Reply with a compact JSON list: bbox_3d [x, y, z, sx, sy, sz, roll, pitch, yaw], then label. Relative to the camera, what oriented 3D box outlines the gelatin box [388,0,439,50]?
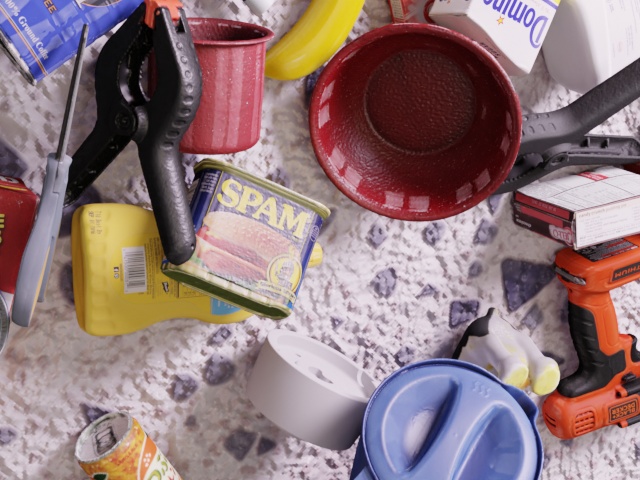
[{"bbox_3d":[0.097,-0.199,0.841,0.089,0.030,0.073,-21,114,-17],"label":"gelatin box"}]

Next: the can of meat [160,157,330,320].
[{"bbox_3d":[-0.055,0.001,0.761,0.102,0.058,0.084,24,75,-18],"label":"can of meat"}]

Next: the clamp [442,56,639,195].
[{"bbox_3d":[0.196,-0.079,0.897,0.210,0.036,0.164,-23,155,3],"label":"clamp"}]

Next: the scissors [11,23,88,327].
[{"bbox_3d":[-0.171,-0.028,0.675,0.016,0.096,0.202,13,127,-9],"label":"scissors"}]

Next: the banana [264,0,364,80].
[{"bbox_3d":[0.006,-0.197,0.796,0.069,0.037,0.198,24,96,-29],"label":"banana"}]

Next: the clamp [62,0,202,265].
[{"bbox_3d":[-0.112,-0.070,0.703,0.039,0.120,0.172,-32,148,-62],"label":"clamp"}]

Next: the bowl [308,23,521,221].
[{"bbox_3d":[0.074,-0.097,0.825,0.162,0.055,0.162,5,119,9],"label":"bowl"}]

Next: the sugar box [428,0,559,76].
[{"bbox_3d":[0.155,-0.225,0.821,0.093,0.048,0.176,31,76,-42],"label":"sugar box"}]

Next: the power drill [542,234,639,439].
[{"bbox_3d":[0.291,0.085,1.006,0.184,0.057,0.187,-16,112,-19],"label":"power drill"}]

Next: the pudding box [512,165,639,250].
[{"bbox_3d":[0.238,-0.030,0.926,0.113,0.090,0.039,-15,111,-20],"label":"pudding box"}]

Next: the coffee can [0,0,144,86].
[{"bbox_3d":[-0.160,-0.181,0.688,0.140,0.103,0.102,-38,118,-9],"label":"coffee can"}]

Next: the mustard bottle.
[{"bbox_3d":[-0.088,0.016,0.809,0.191,0.058,0.096,-4,93,-24],"label":"mustard bottle"}]

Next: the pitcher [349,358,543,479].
[{"bbox_3d":[0.071,0.212,0.852,0.149,0.145,0.243,13,143,0],"label":"pitcher"}]

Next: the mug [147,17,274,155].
[{"bbox_3d":[-0.093,-0.110,0.755,0.117,0.093,0.081,2,111,-7],"label":"mug"}]
